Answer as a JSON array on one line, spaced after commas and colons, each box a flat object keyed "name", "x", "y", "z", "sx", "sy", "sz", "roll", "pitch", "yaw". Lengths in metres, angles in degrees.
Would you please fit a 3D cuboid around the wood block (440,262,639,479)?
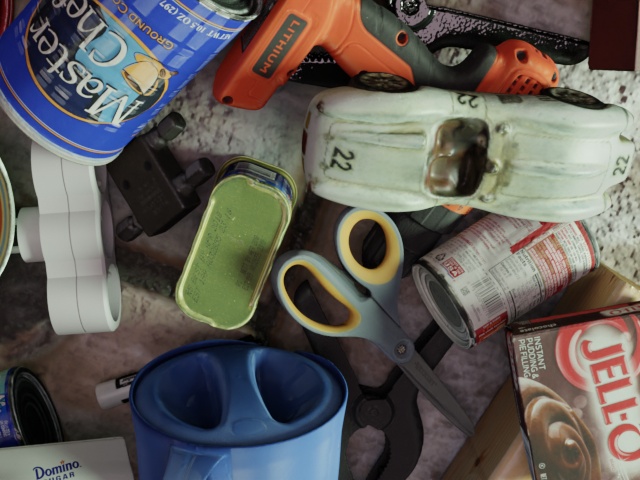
[{"name": "wood block", "x": 0.169, "y": 0.125, "z": 0.713, "sx": 0.090, "sy": 0.091, "sz": 0.206, "roll": 31, "pitch": 99, "yaw": -5}]

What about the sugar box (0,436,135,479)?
[{"name": "sugar box", "x": -0.180, "y": 0.207, "z": 0.701, "sx": 0.093, "sy": 0.048, "sz": 0.176, "roll": -2, "pitch": 131, "yaw": -22}]

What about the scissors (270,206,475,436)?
[{"name": "scissors", "x": 0.055, "y": 0.049, "z": 0.694, "sx": 0.201, "sy": 0.016, "sz": 0.096, "roll": 32, "pitch": 89, "yaw": -29}]

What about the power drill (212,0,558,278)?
[{"name": "power drill", "x": 0.030, "y": -0.077, "z": 0.672, "sx": 0.187, "sy": 0.057, "sz": 0.185, "roll": 28, "pitch": 109, "yaw": -20}]

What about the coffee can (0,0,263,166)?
[{"name": "coffee can", "x": -0.119, "y": -0.127, "z": 0.640, "sx": 0.140, "sy": 0.102, "sz": 0.103, "roll": -39, "pitch": 99, "yaw": 27}]

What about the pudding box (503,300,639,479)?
[{"name": "pudding box", "x": 0.164, "y": 0.098, "z": 0.641, "sx": 0.090, "sy": 0.039, "sz": 0.113, "roll": -11, "pitch": 100, "yaw": 2}]

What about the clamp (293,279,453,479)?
[{"name": "clamp", "x": 0.045, "y": 0.109, "z": 0.738, "sx": 0.120, "sy": 0.039, "sz": 0.171, "roll": -2, "pitch": 101, "yaw": 2}]

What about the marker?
[{"name": "marker", "x": -0.097, "y": 0.091, "z": 0.743, "sx": 0.121, "sy": 0.020, "sz": 0.020, "roll": -18, "pitch": 100, "yaw": 3}]

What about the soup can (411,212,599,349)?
[{"name": "soup can", "x": 0.119, "y": 0.017, "z": 0.692, "sx": 0.102, "sy": 0.068, "sz": 0.068, "roll": -31, "pitch": 99, "yaw": -11}]

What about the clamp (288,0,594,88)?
[{"name": "clamp", "x": 0.065, "y": -0.147, "z": 0.690, "sx": 0.210, "sy": 0.036, "sz": 0.164, "roll": -30, "pitch": 106, "yaw": 8}]

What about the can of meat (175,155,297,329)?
[{"name": "can of meat", "x": -0.054, "y": 0.001, "z": 0.693, "sx": 0.057, "sy": 0.084, "sz": 0.102, "roll": 20, "pitch": 99, "yaw": -4}]

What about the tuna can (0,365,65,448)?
[{"name": "tuna can", "x": -0.203, "y": 0.128, "z": 0.716, "sx": 0.034, "sy": 0.086, "sz": 0.086, "roll": -20, "pitch": 100, "yaw": 2}]

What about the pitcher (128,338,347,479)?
[{"name": "pitcher", "x": -0.056, "y": 0.199, "z": 0.686, "sx": 0.149, "sy": 0.145, "sz": 0.243, "roll": -11, "pitch": 115, "yaw": -28}]
